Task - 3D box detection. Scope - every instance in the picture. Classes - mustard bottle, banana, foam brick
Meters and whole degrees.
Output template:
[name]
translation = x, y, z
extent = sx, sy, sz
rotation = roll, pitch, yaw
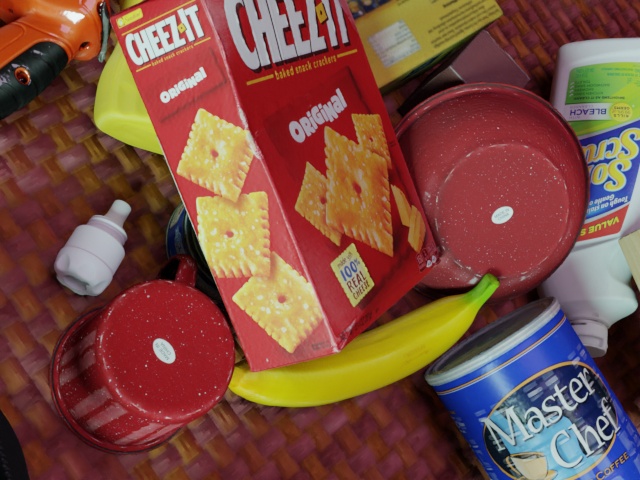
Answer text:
[mustard bottle]
translation = -0.087, -0.153, 0.700
extent = 0.096, 0.058, 0.191
rotation = 14, 72, -29
[banana]
translation = 0.026, 0.071, 0.690
extent = 0.197, 0.070, 0.037
rotation = -20, 45, -25
[foam brick]
translation = 0.105, -0.108, 0.788
extent = 0.053, 0.078, 0.051
rotation = 46, 59, -6

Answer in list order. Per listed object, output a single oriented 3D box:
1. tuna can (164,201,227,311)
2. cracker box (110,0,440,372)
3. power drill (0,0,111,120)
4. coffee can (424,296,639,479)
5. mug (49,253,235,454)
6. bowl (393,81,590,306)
[tuna can]
translation = -0.055, 0.001, 0.689
extent = 0.086, 0.034, 0.086
rotation = 10, 68, -25
[cracker box]
translation = -0.015, -0.052, 0.639
extent = 0.164, 0.072, 0.214
rotation = -31, 103, -58
[power drill]
translation = -0.224, -0.103, 0.607
extent = 0.184, 0.057, 0.187
rotation = 31, 59, 5
[coffee can]
translation = 0.149, 0.123, 0.713
extent = 0.102, 0.103, 0.140
rotation = -31, 89, -33
[mug]
translation = -0.096, 0.060, 0.616
extent = 0.093, 0.082, 0.117
rotation = 28, 61, -17
[bowl]
translation = 0.116, -0.025, 0.728
extent = 0.162, 0.055, 0.162
rotation = -2, 103, -7
